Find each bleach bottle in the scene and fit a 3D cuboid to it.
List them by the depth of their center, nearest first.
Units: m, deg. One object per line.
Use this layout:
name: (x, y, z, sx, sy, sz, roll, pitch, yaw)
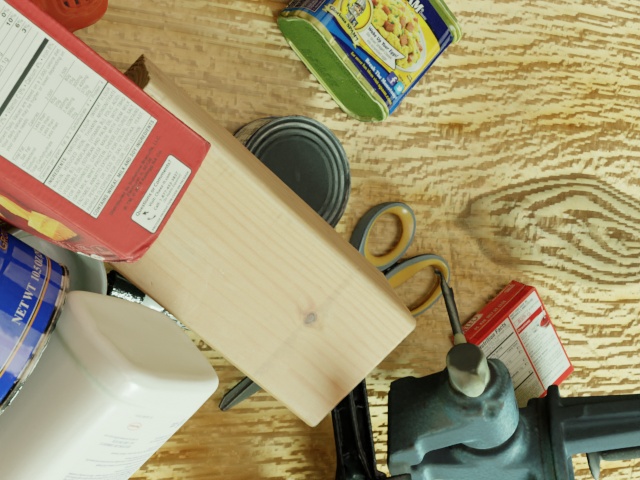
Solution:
bleach bottle: (-0.167, 0.140, 0.555, 0.251, 0.068, 0.102, -47, 154, 10)

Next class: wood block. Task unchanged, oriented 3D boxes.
wood block: (-0.054, 0.001, 0.616, 0.091, 0.090, 0.206, -45, 112, 6)

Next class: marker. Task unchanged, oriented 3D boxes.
marker: (-0.086, 0.046, 0.672, 0.121, 0.020, 0.020, 25, 82, -32)

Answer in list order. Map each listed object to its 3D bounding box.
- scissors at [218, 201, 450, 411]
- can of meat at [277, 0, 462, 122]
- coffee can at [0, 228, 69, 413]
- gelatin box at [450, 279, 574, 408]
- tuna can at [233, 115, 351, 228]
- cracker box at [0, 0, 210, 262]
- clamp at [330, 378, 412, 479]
scissors: (0.007, 0.037, 0.734, 0.201, 0.016, 0.096, -20, 104, -30)
can of meat: (0.032, -0.140, 0.706, 0.084, 0.058, 0.102, -51, 118, -15)
coffee can: (-0.203, 0.019, 0.488, 0.140, 0.103, 0.102, 35, 76, -25)
gelatin box: (0.148, 0.087, 0.821, 0.073, 0.030, 0.089, -40, 116, -22)
tuna can: (-0.024, -0.038, 0.694, 0.085, 0.034, 0.086, -4, 97, -32)
cracker box: (-0.176, -0.077, 0.447, 0.213, 0.164, 0.072, 38, 76, -40)
clamp: (0.030, 0.171, 0.693, 0.036, 0.164, 0.210, -7, 118, -7)
